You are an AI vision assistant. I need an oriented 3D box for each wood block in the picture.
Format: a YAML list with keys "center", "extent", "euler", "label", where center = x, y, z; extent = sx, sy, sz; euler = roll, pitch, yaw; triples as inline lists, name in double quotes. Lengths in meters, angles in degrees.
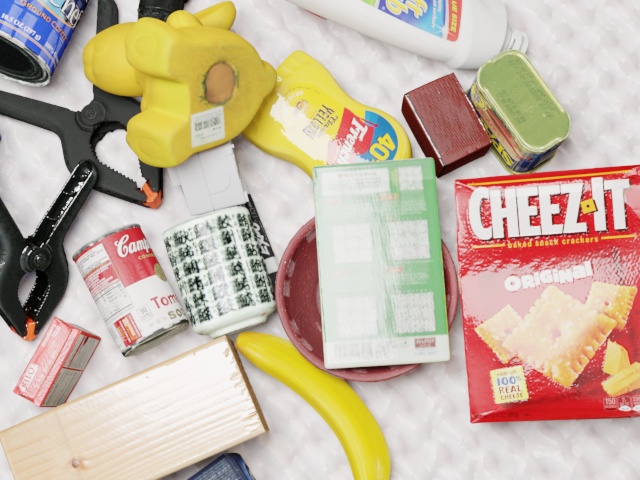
- center: [-0.157, 0.165, 0.926]
  extent: [0.206, 0.090, 0.091]
  euler: [-23, 82, -3]
  label: "wood block"

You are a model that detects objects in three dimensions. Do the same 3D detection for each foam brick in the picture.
- center: [0.115, -0.106, 0.986]
  extent: [0.051, 0.053, 0.078]
  euler: [-27, 82, -4]
  label: "foam brick"

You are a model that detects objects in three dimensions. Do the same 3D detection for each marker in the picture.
- center: [-0.056, 0.001, 0.987]
  extent: [0.020, 0.020, 0.121]
  euler: [-22, 81, -3]
  label: "marker"

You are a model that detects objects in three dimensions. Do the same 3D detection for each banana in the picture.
- center: [0.005, 0.150, 0.943]
  extent: [0.069, 0.037, 0.198]
  euler: [-28, 77, -43]
  label: "banana"

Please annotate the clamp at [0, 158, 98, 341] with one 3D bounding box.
- center: [-0.251, 0.004, 0.953]
  extent: [0.120, 0.039, 0.171]
  euler: [-15, 123, -33]
  label: "clamp"

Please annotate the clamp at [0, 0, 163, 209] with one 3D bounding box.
- center: [-0.222, -0.111, 0.998]
  extent: [0.164, 0.036, 0.210]
  euler: [-30, 78, -4]
  label: "clamp"

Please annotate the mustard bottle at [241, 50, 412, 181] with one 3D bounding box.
- center: [0.026, -0.083, 0.981]
  extent: [0.191, 0.058, 0.096]
  euler: [37, 84, 6]
  label: "mustard bottle"

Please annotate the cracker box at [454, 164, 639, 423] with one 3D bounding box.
- center: [0.205, 0.047, 0.924]
  extent: [0.164, 0.072, 0.214]
  euler: [-4, 87, 14]
  label: "cracker box"

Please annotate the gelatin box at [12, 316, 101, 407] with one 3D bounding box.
- center: [-0.230, 0.108, 0.935]
  extent: [0.030, 0.089, 0.073]
  euler: [27, 82, 5]
  label: "gelatin box"

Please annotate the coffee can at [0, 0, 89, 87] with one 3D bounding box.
- center: [-0.261, -0.225, 0.960]
  extent: [0.103, 0.103, 0.140]
  euler: [20, 73, 4]
  label: "coffee can"

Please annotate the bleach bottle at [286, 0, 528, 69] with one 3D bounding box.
- center: [0.079, -0.227, 0.971]
  extent: [0.250, 0.068, 0.102]
  euler: [18, 83, -19]
  label: "bleach bottle"

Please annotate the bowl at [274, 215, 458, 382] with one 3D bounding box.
- center: [0.041, 0.047, 0.960]
  extent: [0.162, 0.055, 0.162]
  euler: [0, 81, 1]
  label: "bowl"

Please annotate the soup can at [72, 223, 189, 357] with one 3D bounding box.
- center: [-0.170, 0.045, 0.956]
  extent: [0.068, 0.068, 0.102]
  euler: [-28, 82, -4]
  label: "soup can"

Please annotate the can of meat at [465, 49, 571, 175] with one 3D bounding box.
- center: [0.178, -0.116, 0.971]
  extent: [0.057, 0.084, 0.102]
  euler: [-34, 82, -5]
  label: "can of meat"
